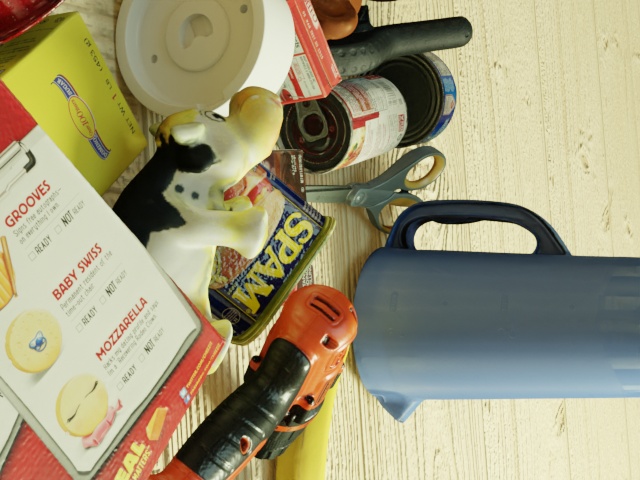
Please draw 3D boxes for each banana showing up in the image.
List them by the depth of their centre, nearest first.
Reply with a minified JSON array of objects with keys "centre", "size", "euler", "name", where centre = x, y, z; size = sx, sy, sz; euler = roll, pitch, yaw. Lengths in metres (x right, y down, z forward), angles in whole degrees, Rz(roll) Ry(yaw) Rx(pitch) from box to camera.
[{"centre":[-0.006,0.136,0.800],"size":[0.069,0.037,0.198],"euler":[54,41,-66],"name":"banana"}]

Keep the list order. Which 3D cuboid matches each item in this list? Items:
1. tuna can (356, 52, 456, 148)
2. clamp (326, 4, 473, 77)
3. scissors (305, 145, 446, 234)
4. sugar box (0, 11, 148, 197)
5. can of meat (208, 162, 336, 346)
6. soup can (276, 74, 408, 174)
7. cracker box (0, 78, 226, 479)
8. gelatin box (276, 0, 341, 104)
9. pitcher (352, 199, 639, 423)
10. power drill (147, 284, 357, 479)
[{"centre":[0.072,-0.123,0.913],"size":[0.033,0.086,0.086],"euler":[-17,99,-59],"name":"tuna can"},{"centre":[0.039,-0.155,0.840],"size":[0.171,0.120,0.039],"euler":[-37,124,-48],"name":"clamp"},{"centre":[0.043,-0.052,0.880],"size":[0.096,0.016,0.201],"euler":[-54,147,9],"name":"scissors"},{"centre":[-0.166,-0.036,0.555],"size":[0.093,0.048,0.176],"euler":[64,36,-31],"name":"sugar box"},{"centre":[-0.054,0.001,0.673],"size":[0.084,0.058,0.102],"euler":[40,75,-16],"name":"can of meat"},{"centre":[0.019,-0.093,0.839],"size":[0.102,0.069,0.068],"euler":[-23,105,-57],"name":"soup can"},{"centre":[-0.151,0.038,0.421],"size":[0.213,0.072,0.164],"euler":[53,51,-35],"name":"cracker box"},{"centre":[-0.039,-0.130,0.732],"size":[0.030,0.089,0.073],"euler":[-56,131,-46],"name":"gelatin box"},{"centre":[0.157,0.059,0.871],"size":[0.144,0.243,0.149],"euler":[-59,139,-48],"name":"pitcher"},{"centre":[-0.058,0.129,0.643],"size":[0.187,0.057,0.185],"euler":[-48,167,-38],"name":"power drill"}]
